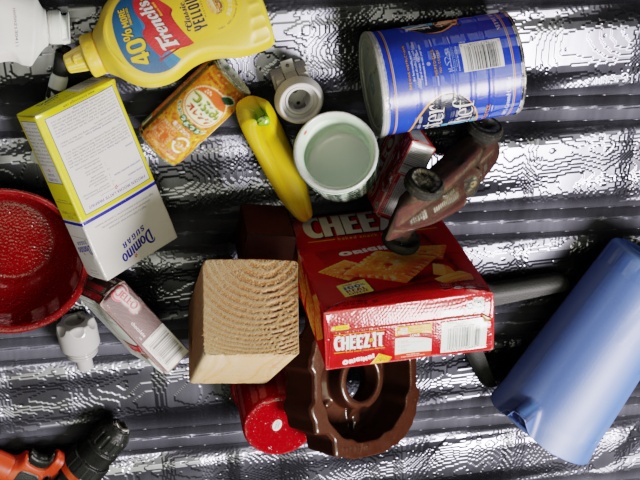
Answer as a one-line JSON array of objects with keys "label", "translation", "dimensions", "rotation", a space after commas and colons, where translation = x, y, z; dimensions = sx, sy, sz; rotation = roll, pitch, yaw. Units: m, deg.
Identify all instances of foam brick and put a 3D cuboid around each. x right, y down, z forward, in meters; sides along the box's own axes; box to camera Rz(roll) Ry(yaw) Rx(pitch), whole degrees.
[{"label": "foam brick", "translation": [-0.057, 0.001, 1.104], "dimensions": [0.051, 0.078, 0.053], "rotation": [4, 116, -12]}]

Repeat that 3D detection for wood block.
[{"label": "wood block", "translation": [-0.082, 0.086, 1.066], "dimensions": [0.090, 0.206, 0.091], "rotation": [1, 76, -11]}]

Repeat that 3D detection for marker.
[{"label": "marker", "translation": [-0.258, -0.131, 1.029], "dimensions": [0.020, 0.020, 0.121], "rotation": [13, 114, -17]}]

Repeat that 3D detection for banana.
[{"label": "banana", "translation": [-0.048, -0.088, 1.053], "dimensions": [0.037, 0.069, 0.197], "rotation": [-18, 151, 5]}]

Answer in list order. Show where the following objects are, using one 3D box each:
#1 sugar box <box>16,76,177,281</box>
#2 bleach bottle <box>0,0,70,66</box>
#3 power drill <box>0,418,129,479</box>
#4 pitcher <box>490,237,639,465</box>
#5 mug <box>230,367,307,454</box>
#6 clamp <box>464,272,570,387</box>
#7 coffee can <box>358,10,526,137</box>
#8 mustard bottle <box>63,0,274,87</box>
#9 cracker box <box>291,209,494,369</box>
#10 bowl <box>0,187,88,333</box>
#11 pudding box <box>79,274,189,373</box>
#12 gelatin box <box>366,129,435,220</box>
[{"label": "sugar box", "translation": [-0.213, -0.060, 1.030], "dimensions": [0.093, 0.048, 0.176], "rotation": [-34, 120, -32]}, {"label": "bleach bottle", "translation": [-0.353, -0.181, 0.961], "dimensions": [0.250, 0.068, 0.102], "rotation": [-4, 117, -12]}, {"label": "power drill", "translation": [-0.330, 0.234, 1.184], "dimensions": [0.187, 0.057, 0.184], "rotation": [36, 106, -25]}, {"label": "pitcher", "translation": [0.317, 0.123, 1.219], "dimensions": [0.145, 0.149, 0.243], "rotation": [29, 104, -10]}, {"label": "mug", "translation": [-0.040, 0.183, 1.199], "dimensions": [0.117, 0.081, 0.093], "rotation": [-13, 119, -4]}, {"label": "clamp", "translation": [0.171, 0.068, 1.206], "dimensions": [0.209, 0.036, 0.165], "rotation": [30, 108, -26]}, {"label": "coffee can", "translation": [0.116, -0.162, 1.038], "dimensions": [0.140, 0.103, 0.103], "rotation": [-10, 119, -6]}, {"label": "mustard bottle", "translation": [-0.145, -0.195, 0.988], "dimensions": [0.191, 0.058, 0.096], "rotation": [-19, 92, 1]}, {"label": "cracker box", "translation": [0.063, 0.038, 1.069], "dimensions": [0.164, 0.214, 0.072], "rotation": [-6, 116, -8]}, {"label": "bowl", "translation": [-0.314, 0.011, 1.072], "dimensions": [0.162, 0.055, 0.162], "rotation": [-4, 118, -9]}, {"label": "pudding box", "translation": [-0.199, 0.082, 1.109], "dimensions": [0.039, 0.090, 0.113], "rotation": [-45, 119, -17]}, {"label": "gelatin box", "translation": [0.078, -0.074, 1.093], "dimensions": [0.030, 0.073, 0.089], "rotation": [18, 113, -18]}]
